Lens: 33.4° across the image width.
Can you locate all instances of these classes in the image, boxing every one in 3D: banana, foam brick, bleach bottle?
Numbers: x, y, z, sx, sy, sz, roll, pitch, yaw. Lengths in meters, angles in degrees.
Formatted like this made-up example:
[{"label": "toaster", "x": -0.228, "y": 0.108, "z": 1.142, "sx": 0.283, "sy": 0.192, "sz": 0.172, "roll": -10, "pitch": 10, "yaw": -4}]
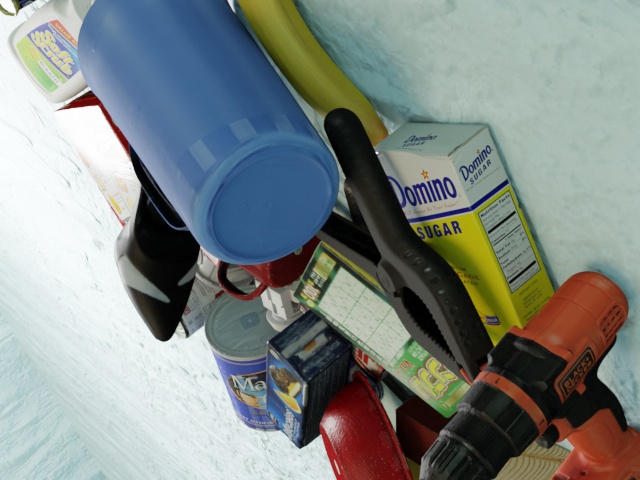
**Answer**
[{"label": "banana", "x": -0.018, "y": -0.150, "z": 0.780, "sx": 0.197, "sy": 0.037, "sz": 0.070, "roll": 59, "pitch": 158, "yaw": -16}, {"label": "foam brick", "x": 0.113, "y": 0.179, "z": 0.978, "sx": 0.078, "sy": 0.052, "sz": 0.051, "roll": 27, "pitch": 131, "yaw": 43}, {"label": "bleach bottle", "x": -0.253, "y": -0.216, "z": 1.099, "sx": 0.102, "sy": 0.068, "sz": 0.251, "roll": 56, "pitch": 155, "yaw": -9}]

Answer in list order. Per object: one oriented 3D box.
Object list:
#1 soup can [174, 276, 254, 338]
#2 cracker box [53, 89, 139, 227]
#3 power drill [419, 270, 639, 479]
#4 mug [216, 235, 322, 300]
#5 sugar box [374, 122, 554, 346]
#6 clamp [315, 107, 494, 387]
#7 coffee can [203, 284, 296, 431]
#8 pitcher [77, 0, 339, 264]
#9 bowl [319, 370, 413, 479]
[{"label": "soup can", "x": -0.135, "y": 0.057, "z": 1.220, "sx": 0.069, "sy": 0.102, "sz": 0.068, "roll": 41, "pitch": 155, "yaw": 24}, {"label": "cracker box", "x": -0.191, "y": -0.070, "z": 1.181, "sx": 0.164, "sy": 0.072, "sz": 0.213, "roll": 6, "pitch": 129, "yaw": 59}, {"label": "power drill", "x": 0.154, "y": 0.137, "z": 0.713, "sx": 0.057, "sy": 0.184, "sz": 0.187, "roll": 29, "pitch": 158, "yaw": 44}, {"label": "mug", "x": -0.056, "y": 0.001, "z": 0.987, "sx": 0.082, "sy": 0.117, "sz": 0.093, "roll": 33, "pitch": -168, "yaw": 28}, {"label": "sugar box", "x": 0.107, "y": 0.002, "z": 0.756, "sx": 0.093, "sy": 0.048, "sz": 0.176, "roll": 11, "pitch": 135, "yaw": 58}, {"label": "clamp", "x": 0.056, "y": 0.021, "z": 0.778, "sx": 0.210, "sy": 0.036, "sz": 0.165, "roll": 55, "pitch": 162, "yaw": 13}, {"label": "coffee can", "x": -0.065, "y": 0.133, "z": 1.199, "sx": 0.103, "sy": 0.102, "sz": 0.140, "roll": 34, "pitch": 152, "yaw": 37}, {"label": "pitcher", "x": -0.086, "y": -0.084, "z": 0.792, "sx": 0.243, "sy": 0.145, "sz": 0.149, "roll": 55, "pitch": 180, "yaw": 43}, {"label": "bowl", "x": 0.041, "y": 0.209, "z": 1.026, "sx": 0.162, "sy": 0.055, "sz": 0.162, "roll": 161, "pitch": 90, "yaw": -81}]
